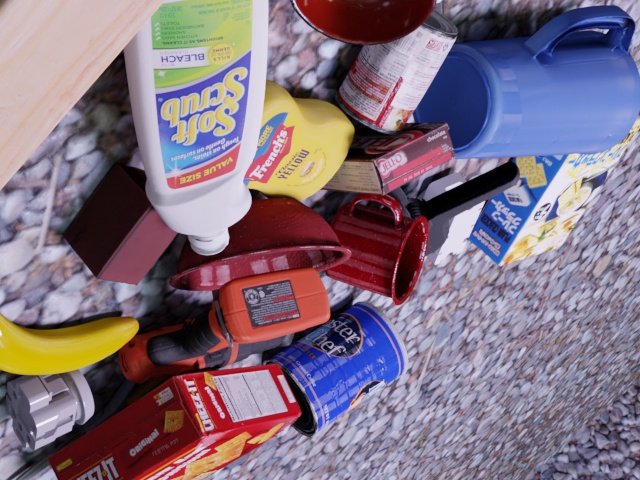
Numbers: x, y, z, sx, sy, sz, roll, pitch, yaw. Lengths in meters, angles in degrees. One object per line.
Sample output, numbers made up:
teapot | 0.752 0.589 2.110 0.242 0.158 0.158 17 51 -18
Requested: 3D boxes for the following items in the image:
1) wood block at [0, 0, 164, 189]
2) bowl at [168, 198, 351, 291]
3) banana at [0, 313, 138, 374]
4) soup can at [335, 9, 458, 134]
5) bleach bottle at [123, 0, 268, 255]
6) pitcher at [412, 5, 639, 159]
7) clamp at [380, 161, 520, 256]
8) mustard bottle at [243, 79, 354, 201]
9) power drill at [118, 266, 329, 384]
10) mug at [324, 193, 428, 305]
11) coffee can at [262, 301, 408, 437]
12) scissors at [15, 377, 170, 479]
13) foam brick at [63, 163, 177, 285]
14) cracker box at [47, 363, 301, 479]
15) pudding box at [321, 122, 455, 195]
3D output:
wood block | -0.196 -0.104 0.598 0.206 0.091 0.090 -47 152 6
bowl | -0.056 0.001 0.937 0.162 0.055 0.162 -9 169 -2
banana | -0.225 0.081 0.881 0.070 0.037 0.197 -47 153 9
soup can | 0.065 -0.152 0.923 0.068 0.069 0.102 -7 135 -51
bleach bottle | -0.079 -0.093 0.738 0.102 0.068 0.251 -10 132 -10
pitcher | 0.210 -0.152 1.068 0.242 0.145 0.149 -11 97 -44
clamp | 0.093 -0.029 1.133 0.164 0.036 0.210 8 147 -20
mustard bottle | -0.053 -0.083 0.865 0.096 0.058 0.191 -46 154 18
power drill | -0.072 0.080 0.984 0.184 0.057 0.188 -12 167 -37
mug | 0.054 0.001 1.063 0.093 0.082 0.117 -54 152 -41
coffee can | 0.017 0.148 1.244 0.140 0.103 0.103 -30 150 -26
scissors | -0.214 0.186 1.069 0.201 0.016 0.096 -43 153 -3
foam brick | -0.151 -0.012 0.835 0.078 0.053 0.051 -50 153 14
cracker box | -0.136 0.195 1.062 0.164 0.072 0.213 -34 165 19
pudding box | 0.052 -0.076 0.969 0.089 0.114 0.039 -27 108 -30
